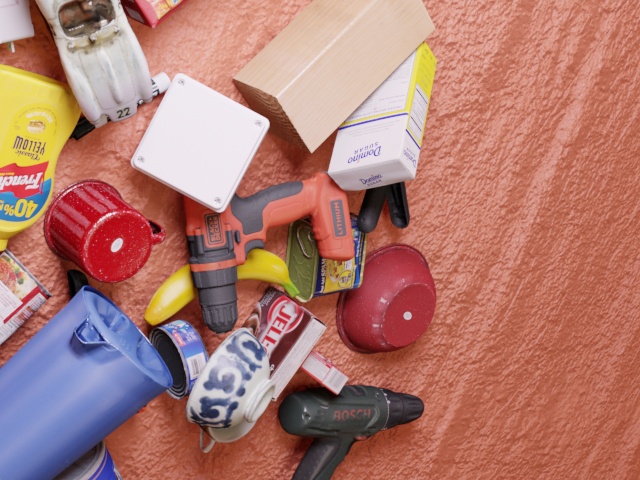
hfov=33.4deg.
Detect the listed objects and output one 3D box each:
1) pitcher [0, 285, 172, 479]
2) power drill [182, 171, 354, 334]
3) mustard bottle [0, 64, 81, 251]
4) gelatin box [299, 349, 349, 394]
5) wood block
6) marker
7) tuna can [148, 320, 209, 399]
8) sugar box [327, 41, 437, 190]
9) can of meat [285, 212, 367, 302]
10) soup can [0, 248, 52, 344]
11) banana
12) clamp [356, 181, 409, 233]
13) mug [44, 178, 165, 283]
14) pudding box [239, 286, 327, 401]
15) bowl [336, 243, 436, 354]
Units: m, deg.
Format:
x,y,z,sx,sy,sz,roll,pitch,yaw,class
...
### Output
x,y,z,sx,sy,sz,roll,pitch,yaw,class
-0.274,0.172,1.077,0.243,0.145,0.149,-41,118,1,pitcher
-0.058,0.001,1.196,0.187,0.057,0.184,-10,97,-22,power drill
-0.300,-0.066,1.023,0.096,0.058,0.192,11,104,-46,mustard bottle
-0.016,0.150,1.339,0.030,0.073,0.089,-54,132,-6,gelatin box
0.016,-0.207,1.183,0.206,0.090,0.090,-46,131,-12,wood block
-0.207,-0.136,1.089,0.121,0.020,0.020,-34,128,-21,marker
-0.160,0.134,1.210,0.033,0.086,0.086,-19,121,-33,tuna can
0.072,-0.141,1.202,0.048,0.093,0.176,44,48,-43,sugar box
0.008,0.018,1.307,0.083,0.058,0.102,-10,116,-36,can of meat
-0.327,0.066,1.058,0.102,0.069,0.068,-45,131,-12,soup can
-0.113,0.046,1.225,0.197,0.037,0.069,-10,80,-28,banana
0.087,-0.089,1.315,0.120,0.039,0.171,11,88,-68,clamp
-0.215,-0.007,1.102,0.117,0.082,0.093,0,110,-38,mug
-0.057,0.123,1.282,0.039,0.090,0.113,35,88,-44,pudding box
0.101,0.088,1.414,0.161,0.055,0.162,-16,120,-31,bowl
